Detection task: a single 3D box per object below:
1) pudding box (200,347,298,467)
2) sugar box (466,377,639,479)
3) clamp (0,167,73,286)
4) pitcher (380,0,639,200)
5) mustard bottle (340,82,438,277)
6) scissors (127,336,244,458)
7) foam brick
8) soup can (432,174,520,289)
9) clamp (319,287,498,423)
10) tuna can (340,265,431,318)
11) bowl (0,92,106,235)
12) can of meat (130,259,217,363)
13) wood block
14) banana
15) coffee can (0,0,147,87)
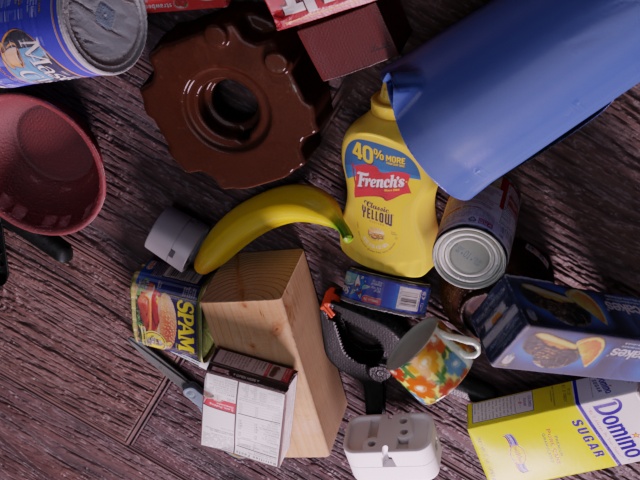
[{"bbox_3d":[-0.074,0.171,1.085,0.090,0.039,0.113,14,128,10],"label":"pudding box"},{"bbox_3d":[0.247,0.194,1.086,0.176,0.048,0.093,-15,118,18],"label":"sugar box"},{"bbox_3d":[-0.358,-0.025,1.161,0.120,0.039,0.171,-29,104,27],"label":"clamp"},{"bbox_3d":[0.183,-0.143,0.853,0.243,0.149,0.145,-32,98,26],"label":"pitcher"},{"bbox_3d":[0.065,-0.063,0.980,0.096,0.058,0.192,20,128,28],"label":"mustard bottle"},{"bbox_3d":[-0.129,0.173,1.232,0.096,0.016,0.201,-23,113,28],"label":"scissors"},{"bbox_3d":[0.030,-0.180,0.920,0.078,0.051,0.053,-14,118,26],"label":"foam brick"},{"bbox_3d":[0.142,-0.011,0.964,0.068,0.102,0.068,9,125,12],"label":"soup can"},{"bbox_3d":[0.078,0.128,1.120,0.165,0.036,0.210,-21,118,27],"label":"clamp"},{"bbox_3d":[0.064,0.049,1.040,0.086,0.086,0.034,13,92,10],"label":"tuna can"},{"bbox_3d":[-0.282,-0.087,1.083,0.162,0.055,0.162,9,125,13],"label":"bowl"},{"bbox_3d":[-0.155,0.074,1.149,0.084,0.057,0.102,13,125,13],"label":"can of meat"},{"bbox_3d":[-0.045,0.121,1.122,0.090,0.090,0.206,-4,122,21],"label":"wood block"},{"bbox_3d":[-0.052,-0.016,1.051,0.198,0.069,0.037,-14,150,37],"label":"banana"},{"bbox_3d":[-0.240,-0.193,0.950,0.141,0.102,0.103,0,124,34],"label":"coffee can"}]
